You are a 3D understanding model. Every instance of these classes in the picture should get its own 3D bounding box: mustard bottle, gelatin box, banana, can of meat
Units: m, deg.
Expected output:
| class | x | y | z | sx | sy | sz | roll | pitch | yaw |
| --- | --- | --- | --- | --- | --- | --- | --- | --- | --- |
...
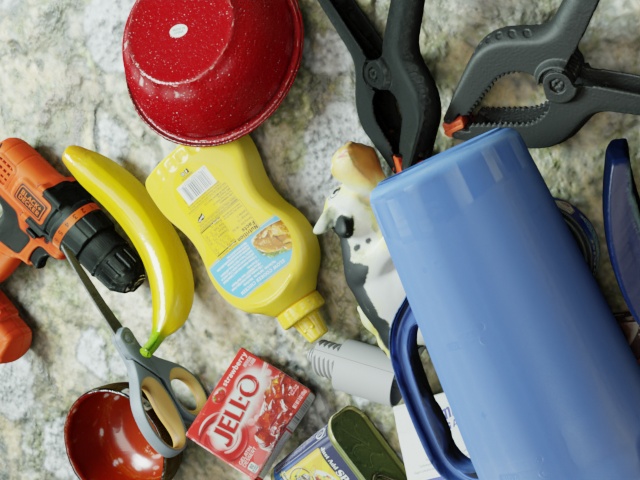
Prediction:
| class | x | y | z | sx | sy | sz | roll | pitch | yaw |
| --- | --- | --- | --- | --- | --- | --- | --- | --- | --- |
| mustard bottle | -0.056 | 0.001 | 0.874 | 0.096 | 0.058 | 0.191 | -38 | 83 | 22 |
| gelatin box | -0.059 | 0.147 | 0.901 | 0.073 | 0.030 | 0.089 | 30 | 78 | 18 |
| banana | -0.156 | -0.001 | 0.919 | 0.037 | 0.069 | 0.198 | -37 | 74 | 48 |
| can of meat | 0.020 | 0.203 | 0.884 | 0.084 | 0.057 | 0.102 | -43 | 81 | 30 |

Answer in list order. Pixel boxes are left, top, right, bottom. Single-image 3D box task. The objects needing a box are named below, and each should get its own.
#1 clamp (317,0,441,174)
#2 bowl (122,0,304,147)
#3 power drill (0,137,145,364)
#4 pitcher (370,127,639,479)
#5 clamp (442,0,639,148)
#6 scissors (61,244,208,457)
| class | x | y | z | sx | sy | sz | roll | pitch | yaw |
| --- | --- | --- | --- | --- | --- | --- | --- | --- | --- |
| clamp | 0.044 | -0.133 | 0.799 | 0.120 | 0.039 | 0.171 | 19 | 121 | 55 |
| bowl | -0.097 | -0.157 | 0.831 | 0.162 | 0.055 | 0.162 | -4 | 79 | 22 |
| power drill | -0.265 | 0.026 | 0.986 | 0.184 | 0.057 | 0.188 | 44 | 115 | 11 |
| pitcher | 0.120 | 0.058 | 0.710 | 0.149 | 0.145 | 0.243 | -25 | 93 | -6 |
| clamp | 0.176 | -0.109 | 0.729 | 0.164 | 0.036 | 0.210 | 48 | 135 | -12 |
| scissors | -0.156 | 0.090 | 0.932 | 0.016 | 0.096 | 0.202 | -30 | 79 | 29 |
